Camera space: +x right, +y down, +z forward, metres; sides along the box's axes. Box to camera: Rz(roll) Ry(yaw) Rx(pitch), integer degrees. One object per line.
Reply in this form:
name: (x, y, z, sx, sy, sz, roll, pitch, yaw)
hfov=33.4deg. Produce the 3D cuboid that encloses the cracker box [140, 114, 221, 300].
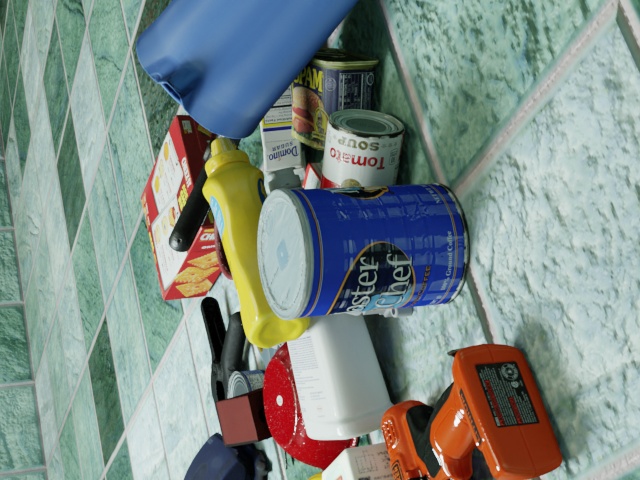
cracker box: (-0.167, -0.039, 1.394, 0.214, 0.072, 0.164, 128, 132, -55)

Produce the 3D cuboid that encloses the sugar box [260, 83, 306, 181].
sugar box: (-0.042, -0.150, 1.090, 0.093, 0.048, 0.176, 63, -162, -85)

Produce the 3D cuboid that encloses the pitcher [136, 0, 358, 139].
pitcher: (-0.036, -0.217, 0.925, 0.243, 0.144, 0.149, -44, 46, 26)

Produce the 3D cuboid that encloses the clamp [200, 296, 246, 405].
clamp: (-0.122, 0.154, 1.358, 0.120, 0.039, 0.171, -143, 53, -63)

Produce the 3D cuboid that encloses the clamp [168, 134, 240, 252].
clamp: (-0.111, -0.086, 1.161, 0.164, 0.036, 0.210, -85, 20, -72)

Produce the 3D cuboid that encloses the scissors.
scissors: (-0.047, 0.149, 1.213, 0.096, 0.016, 0.202, 125, 136, -55)

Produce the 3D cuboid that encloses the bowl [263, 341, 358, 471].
bowl: (-0.018, 0.164, 1.100, 0.162, 0.055, 0.162, 177, 90, -66)

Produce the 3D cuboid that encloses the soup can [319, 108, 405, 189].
soup can: (0.034, -0.056, 0.932, 0.069, 0.068, 0.102, -132, 43, -55)

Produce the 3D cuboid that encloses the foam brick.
foam brick: (-0.068, 0.191, 1.169, 0.051, 0.078, 0.053, -17, 85, 35)

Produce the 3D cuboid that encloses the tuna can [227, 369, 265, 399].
tuna can: (-0.082, 0.198, 1.277, 0.086, 0.033, 0.086, 176, 90, -66)

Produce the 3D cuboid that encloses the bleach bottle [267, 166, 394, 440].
bleach bottle: (-0.002, 0.054, 0.986, 0.103, 0.068, 0.251, -21, 83, 63)

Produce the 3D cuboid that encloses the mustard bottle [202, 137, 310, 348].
mustard bottle: (-0.063, -0.006, 0.946, 0.096, 0.058, 0.192, 80, 172, -69)

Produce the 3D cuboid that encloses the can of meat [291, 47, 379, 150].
can of meat: (0.011, -0.131, 0.991, 0.102, 0.057, 0.084, -145, 53, -61)

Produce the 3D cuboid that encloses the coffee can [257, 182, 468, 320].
coffee can: (0.032, 0.007, 0.854, 0.103, 0.140, 0.103, 176, 90, -67)

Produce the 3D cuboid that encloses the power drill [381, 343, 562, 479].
power drill: (0.109, 0.178, 0.805, 0.188, 0.057, 0.184, 118, 142, -50)
